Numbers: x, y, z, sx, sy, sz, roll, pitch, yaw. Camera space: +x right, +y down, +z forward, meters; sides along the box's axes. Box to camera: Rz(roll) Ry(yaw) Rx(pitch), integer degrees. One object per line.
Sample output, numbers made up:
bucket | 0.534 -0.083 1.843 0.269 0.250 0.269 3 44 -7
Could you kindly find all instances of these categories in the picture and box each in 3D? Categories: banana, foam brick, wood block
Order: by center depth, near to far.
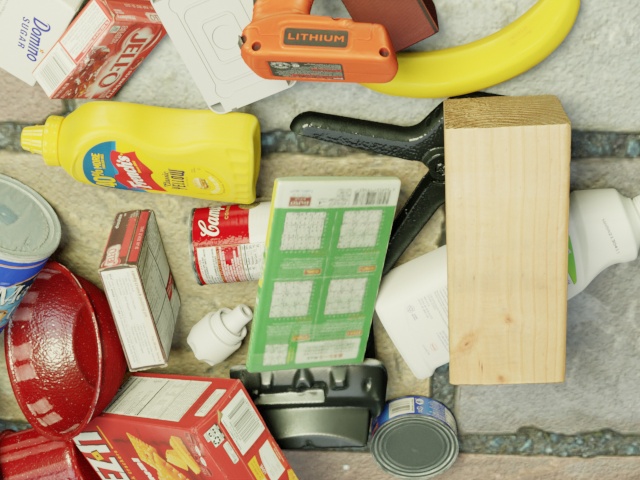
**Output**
foam brick | 0.047 -0.184 0.793 0.051 0.053 0.078 -26 117 18
banana | 0.119 -0.150 0.823 0.198 0.037 0.069 -25 99 17
wood block | 0.142 -0.001 0.825 0.090 0.090 0.206 -2 111 6

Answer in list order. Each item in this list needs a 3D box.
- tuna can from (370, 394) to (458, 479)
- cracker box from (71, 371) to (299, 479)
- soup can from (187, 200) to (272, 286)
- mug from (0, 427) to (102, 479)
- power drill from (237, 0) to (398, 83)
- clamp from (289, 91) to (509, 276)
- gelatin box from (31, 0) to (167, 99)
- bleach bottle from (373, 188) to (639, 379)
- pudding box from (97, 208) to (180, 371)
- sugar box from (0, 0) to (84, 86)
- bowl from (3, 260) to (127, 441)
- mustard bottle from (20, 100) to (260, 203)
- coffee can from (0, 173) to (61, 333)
tuna can | 0.092 0.193 1.046 0.086 0.033 0.086 2 123 2
cracker box | -0.126 0.205 0.982 0.214 0.072 0.164 -4 123 44
soup can | -0.056 0.001 0.910 0.102 0.068 0.068 -5 123 6
mug | -0.265 0.227 1.046 0.081 0.117 0.093 -17 114 8
power drill | 0.019 -0.203 0.723 0.184 0.057 0.187 2 80 8
clamp | 0.089 -0.072 0.872 0.210 0.036 0.164 -27 116 17
gelatin box | -0.166 -0.146 0.817 0.089 0.073 0.030 -42 77 26
bleach bottle | 0.176 0.028 0.918 0.251 0.068 0.102 -24 118 16
pudding box | -0.157 0.043 0.931 0.039 0.090 0.113 -8 123 7
sugar box | -0.270 -0.200 0.799 0.176 0.048 0.093 30 134 -18
bowl | -0.221 0.096 0.960 0.055 0.162 0.162 -3 135 -45
mustard bottle | -0.146 -0.074 0.865 0.191 0.058 0.096 6 156 1
coffee can | -0.300 0.024 0.920 0.102 0.102 0.140 30 120 -15
